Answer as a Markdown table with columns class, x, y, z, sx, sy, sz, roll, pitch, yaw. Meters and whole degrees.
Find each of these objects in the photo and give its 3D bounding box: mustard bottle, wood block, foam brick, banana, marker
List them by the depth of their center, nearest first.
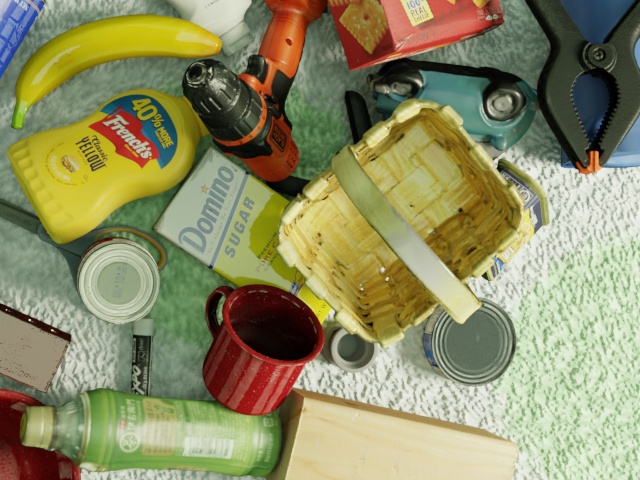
| class | x | y | z | sx | sy | sz | roll | pitch | yaw |
| --- | --- | --- | --- | --- | --- | --- | --- | --- | --- |
| foam brick | -0.262 | 0.092 | 0.930 | 0.078 | 0.053 | 0.051 | 26 | 85 | -12 |
| mustard bottle | -0.169 | -0.080 | 0.941 | 0.191 | 0.058 | 0.096 | -29 | 72 | -16 |
| banana | -0.188 | -0.162 | 0.941 | 0.198 | 0.037 | 0.069 | -21 | 90 | 2 |
| marker | -0.163 | 0.130 | 0.969 | 0.020 | 0.020 | 0.121 | 3 | 90 | -13 |
| wood block | 0.064 | 0.203 | 0.983 | 0.206 | 0.091 | 0.090 | 14 | 86 | -12 |

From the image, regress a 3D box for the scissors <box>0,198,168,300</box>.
| class | x | y | z | sx | sy | sz | roll | pitch | yaw |
| --- | --- | --- | --- | --- | --- | --- | --- | --- | --- |
| scissors | -0.239 | 0.013 | 0.953 | 0.201 | 0.016 | 0.096 | 12 | 88 | -12 |

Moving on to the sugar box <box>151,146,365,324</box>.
| class | x | y | z | sx | sy | sz | roll | pitch | yaw |
| --- | --- | --- | --- | --- | --- | --- | --- | --- | --- |
| sugar box | -0.056 | 0.001 | 0.978 | 0.176 | 0.048 | 0.093 | 34 | 83 | -12 |

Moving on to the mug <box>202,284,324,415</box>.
| class | x | y | z | sx | sy | sz | roll | pitch | yaw |
| --- | --- | --- | --- | --- | --- | --- | --- | --- | --- |
| mug | -0.062 | 0.091 | 0.939 | 0.117 | 0.082 | 0.093 | 44 | 40 | 21 |

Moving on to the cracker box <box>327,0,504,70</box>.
| class | x | y | z | sx | sy | sz | roll | pitch | yaw |
| --- | --- | --- | --- | --- | --- | --- | --- | --- | --- |
| cracker box | 0.069 | -0.275 | 0.957 | 0.163 | 0.072 | 0.214 | -22 | 96 | -42 |

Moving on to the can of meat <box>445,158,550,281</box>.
| class | x | y | z | sx | sy | sz | roll | pitch | yaw |
| --- | --- | --- | --- | --- | --- | --- | --- | --- | --- |
| can of meat | 0.165 | -0.016 | 1.000 | 0.057 | 0.102 | 0.084 | 40 | 84 | 24 |

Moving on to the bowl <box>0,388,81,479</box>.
| class | x | y | z | sx | sy | sz | roll | pitch | yaw |
| --- | --- | --- | --- | --- | --- | --- | --- | --- | --- |
| bowl | -0.289 | 0.207 | 0.907 | 0.161 | 0.055 | 0.162 | 6 | 79 | -37 |

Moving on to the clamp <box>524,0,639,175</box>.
| class | x | y | z | sx | sy | sz | roll | pitch | yaw |
| --- | --- | --- | --- | --- | --- | --- | --- | --- | --- |
| clamp | 0.248 | -0.164 | 0.934 | 0.164 | 0.036 | 0.210 | -5 | 88 | -2 |

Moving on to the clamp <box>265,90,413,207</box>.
| class | x | y | z | sx | sy | sz | roll | pitch | yaw |
| --- | --- | --- | --- | --- | --- | --- | --- | --- | --- |
| clamp | 0.032 | -0.041 | 1.003 | 0.120 | 0.039 | 0.171 | -36 | 95 | 1 |

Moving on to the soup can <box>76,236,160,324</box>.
| class | x | y | z | sx | sy | sz | roll | pitch | yaw |
| --- | --- | --- | --- | --- | --- | --- | --- | --- | --- |
| soup can | -0.173 | 0.032 | 0.907 | 0.068 | 0.102 | 0.068 | -1 | 93 | -13 |

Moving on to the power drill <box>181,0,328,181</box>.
| class | x | y | z | sx | sy | sz | roll | pitch | yaw |
| --- | --- | --- | --- | --- | --- | --- | --- | --- | --- |
| power drill | -0.053 | -0.163 | 0.914 | 0.057 | 0.184 | 0.187 | 8 | 74 | 20 |

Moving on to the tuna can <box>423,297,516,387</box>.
| class | x | y | z | sx | sy | sz | roll | pitch | yaw |
| --- | --- | --- | --- | --- | --- | --- | --- | --- | --- |
| tuna can | 0.143 | 0.096 | 1.029 | 0.086 | 0.034 | 0.086 | 0 | 90 | -12 |
